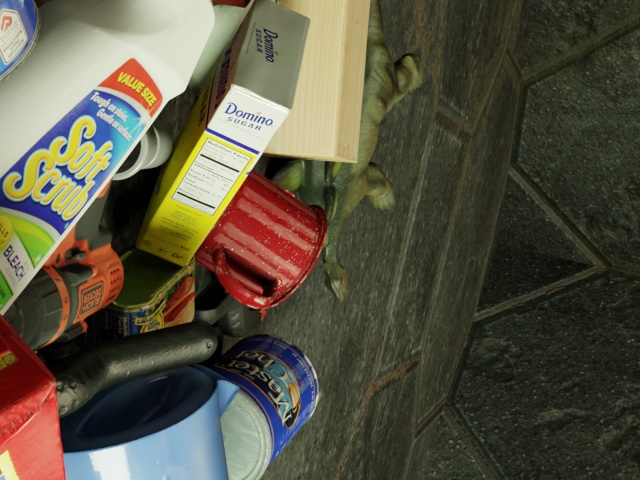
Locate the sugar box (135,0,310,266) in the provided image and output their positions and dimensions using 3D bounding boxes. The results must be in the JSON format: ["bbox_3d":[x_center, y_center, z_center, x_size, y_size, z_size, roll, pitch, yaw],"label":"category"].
[{"bbox_3d":[-0.067,-0.069,0.710,0.176,0.048,0.093,125,-19,-45],"label":"sugar box"}]

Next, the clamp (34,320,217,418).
[{"bbox_3d":[-0.141,0.075,0.614,0.171,0.120,0.039,-35,115,-64],"label":"clamp"}]

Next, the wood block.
[{"bbox_3d":[-0.014,-0.169,0.845,0.090,0.091,0.206,-5,99,-76],"label":"wood block"}]

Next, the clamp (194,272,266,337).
[{"bbox_3d":[-0.077,0.036,0.940,0.210,0.036,0.164,84,15,-58],"label":"clamp"}]

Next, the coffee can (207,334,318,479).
[{"bbox_3d":[-0.070,0.153,0.960,0.140,0.103,0.103,-35,136,-69],"label":"coffee can"}]

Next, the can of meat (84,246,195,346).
[{"bbox_3d":[-0.127,0.059,0.757,0.102,0.057,0.084,-51,148,-60],"label":"can of meat"}]

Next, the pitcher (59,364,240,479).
[{"bbox_3d":[-0.121,0.206,0.671,0.145,0.149,0.243,-53,137,-68],"label":"pitcher"}]

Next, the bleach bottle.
[{"bbox_3d":[-0.124,-0.054,0.471,0.250,0.068,0.102,-54,159,-21],"label":"bleach bottle"}]

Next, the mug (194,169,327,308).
[{"bbox_3d":[-0.055,0.001,0.804,0.093,0.081,0.117,-37,-148,34],"label":"mug"}]

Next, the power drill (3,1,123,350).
[{"bbox_3d":[-0.147,-0.032,0.582,0.184,0.057,0.188,-44,149,-78],"label":"power drill"}]
